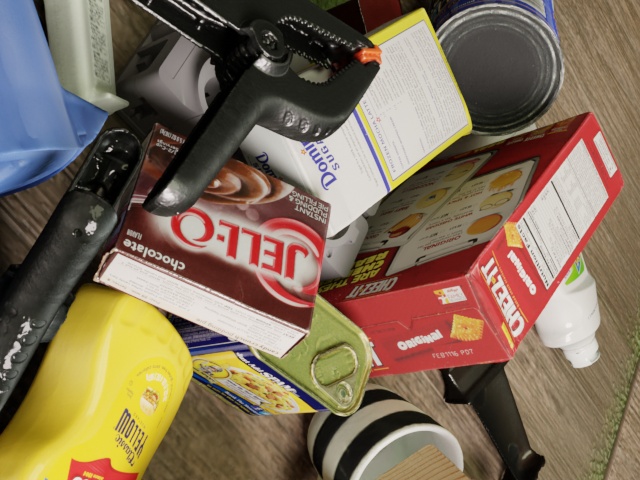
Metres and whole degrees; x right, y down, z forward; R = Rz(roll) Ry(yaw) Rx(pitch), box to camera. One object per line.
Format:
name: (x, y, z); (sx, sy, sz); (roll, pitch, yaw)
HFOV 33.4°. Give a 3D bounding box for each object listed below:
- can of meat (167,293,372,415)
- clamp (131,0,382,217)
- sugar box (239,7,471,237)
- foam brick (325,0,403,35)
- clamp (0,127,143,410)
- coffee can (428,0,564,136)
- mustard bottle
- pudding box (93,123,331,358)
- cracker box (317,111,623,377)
can of meat: (-0.033, 0.066, 0.645); (0.102, 0.084, 0.057); (40, 54, -33)
clamp: (-0.045, -0.103, 0.558); (0.209, 0.036, 0.164); (-18, 80, -50)
sugar box: (0.024, -0.076, 0.679); (0.175, 0.048, 0.093); (-35, 105, -42)
foam brick: (0.034, -0.135, 0.790); (0.051, 0.053, 0.078); (-16, 91, -48)
clamp: (-0.135, 0.021, 0.517); (0.039, 0.172, 0.120); (35, 24, -8)
coffee can: (0.133, -0.156, 0.829); (0.102, 0.103, 0.140); (56, 23, -22)
mustard bottle: (-0.130, 0.123, 0.540); (0.096, 0.058, 0.191); (70, 36, -50)
pudding box: (-0.054, 0.001, 0.568); (0.113, 0.039, 0.090); (23, 48, -15)
cracker box: (0.096, 0.006, 0.739); (0.213, 0.164, 0.072); (-46, 112, -43)
